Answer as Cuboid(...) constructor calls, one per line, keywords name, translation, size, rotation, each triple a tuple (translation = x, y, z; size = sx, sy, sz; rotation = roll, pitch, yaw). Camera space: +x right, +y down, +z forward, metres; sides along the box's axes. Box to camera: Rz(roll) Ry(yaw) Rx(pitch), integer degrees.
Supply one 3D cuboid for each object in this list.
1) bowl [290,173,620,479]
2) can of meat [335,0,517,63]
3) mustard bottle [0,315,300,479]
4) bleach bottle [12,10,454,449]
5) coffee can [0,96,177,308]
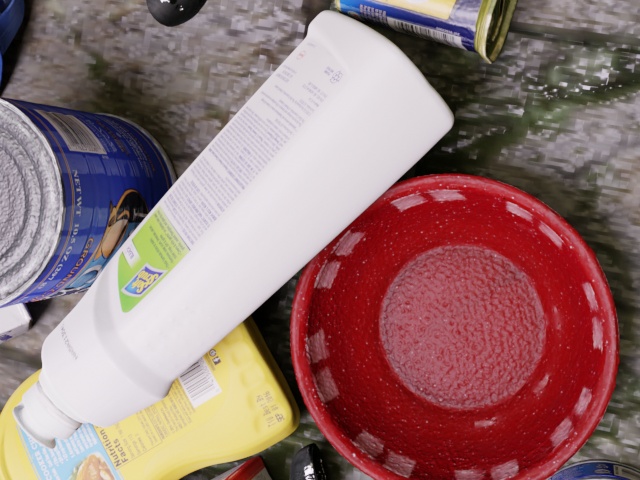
Cuboid(name="bowl", translation=(0.068, 0.047, 0.543), size=(0.162, 0.055, 0.162), rotation=(1, 92, 15))
Cuboid(name="can of meat", translation=(0.061, -0.150, 0.537), size=(0.084, 0.057, 0.102), rotation=(19, 96, 15))
Cuboid(name="mustard bottle", translation=(-0.113, 0.103, 0.570), size=(0.191, 0.058, 0.096), rotation=(-30, 75, 1))
Cuboid(name="bleach bottle", translation=(-0.053, 0.001, 0.526), size=(0.251, 0.103, 0.068), rotation=(-44, 119, 1))
Cuboid(name="coffee can", translation=(-0.146, -0.020, 0.553), size=(0.103, 0.140, 0.103), rotation=(1, 92, 14))
